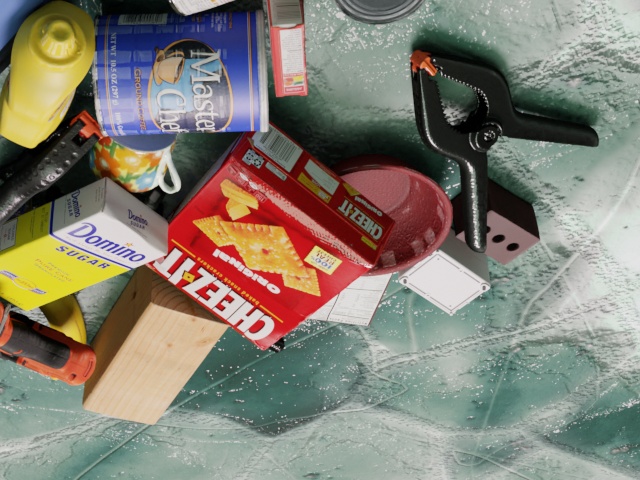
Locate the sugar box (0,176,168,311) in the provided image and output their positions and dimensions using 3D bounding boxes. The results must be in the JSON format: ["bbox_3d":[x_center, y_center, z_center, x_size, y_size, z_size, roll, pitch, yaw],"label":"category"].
[{"bbox_3d":[-0.240,0.007,1.003,0.176,0.048,0.093,-19,145,25],"label":"sugar box"}]

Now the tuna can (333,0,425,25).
[{"bbox_3d":[0.049,-0.222,0.880,0.086,0.034,0.086,-3,138,-3],"label":"tuna can"}]

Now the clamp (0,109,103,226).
[{"bbox_3d":[-0.261,-0.056,0.955,0.039,0.120,0.172,39,132,-26],"label":"clamp"}]

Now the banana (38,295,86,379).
[{"bbox_3d":[-0.297,0.096,1.201,0.070,0.037,0.198,12,139,18],"label":"banana"}]

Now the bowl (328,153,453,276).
[{"bbox_3d":[0.049,-0.035,1.071,0.162,0.055,0.162,-3,138,-3],"label":"bowl"}]

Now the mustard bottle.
[{"bbox_3d":[-0.215,-0.136,0.841,0.058,0.096,0.192,27,166,-15],"label":"mustard bottle"}]

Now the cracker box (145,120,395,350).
[{"bbox_3d":[-0.057,0.001,1.022,0.164,0.072,0.214,38,138,-10],"label":"cracker box"}]

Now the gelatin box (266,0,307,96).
[{"bbox_3d":[-0.028,-0.175,0.884,0.030,0.089,0.073,-5,138,-2],"label":"gelatin box"}]

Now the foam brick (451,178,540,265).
[{"bbox_3d":[0.180,-0.020,1.103,0.078,0.051,0.053,27,129,-31],"label":"foam brick"}]

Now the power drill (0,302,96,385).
[{"bbox_3d":[-0.340,0.086,1.087,0.185,0.057,0.187,17,169,19],"label":"power drill"}]

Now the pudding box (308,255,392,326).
[{"bbox_3d":[0.025,0.044,1.169,0.090,0.039,0.114,7,138,-14],"label":"pudding box"}]

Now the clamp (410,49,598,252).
[{"bbox_3d":[0.147,-0.092,0.999,0.209,0.036,0.164,36,98,-29],"label":"clamp"}]

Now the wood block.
[{"bbox_3d":[-0.184,0.106,1.179,0.090,0.091,0.206,18,133,-23],"label":"wood block"}]

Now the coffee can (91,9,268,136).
[{"bbox_3d":[-0.115,-0.141,0.903,0.140,0.103,0.103,-2,138,-3],"label":"coffee can"}]
